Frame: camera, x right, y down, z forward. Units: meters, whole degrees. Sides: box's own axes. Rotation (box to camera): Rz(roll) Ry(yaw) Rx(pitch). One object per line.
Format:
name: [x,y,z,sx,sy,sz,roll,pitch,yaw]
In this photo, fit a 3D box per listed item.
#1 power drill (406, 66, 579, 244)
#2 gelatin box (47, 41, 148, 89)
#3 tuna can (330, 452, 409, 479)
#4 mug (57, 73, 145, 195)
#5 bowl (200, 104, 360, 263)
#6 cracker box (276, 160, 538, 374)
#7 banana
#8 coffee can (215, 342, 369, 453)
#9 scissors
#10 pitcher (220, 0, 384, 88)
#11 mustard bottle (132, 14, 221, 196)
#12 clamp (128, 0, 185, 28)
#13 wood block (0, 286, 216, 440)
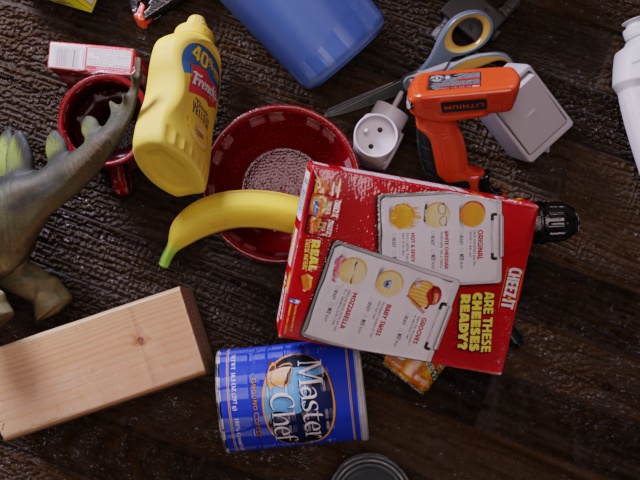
power drill: [0.159,-0.072,1.039,0.184,0.057,0.188,-3,121,8]
gelatin box: [-0.227,-0.178,1.096,0.089,0.073,0.030,5,86,1]
tuna can: [0.050,0.258,1.075,0.086,0.034,0.086,0,86,1]
mug: [-0.208,-0.103,1.085,0.093,0.081,0.117,-14,85,0]
bowl: [-0.039,-0.055,1.090,0.162,0.055,0.162,0,86,2]
cracker box: [0.077,0.024,0.999,0.213,0.072,0.164,10,99,-6]
banana: [-0.062,-0.016,1.043,0.198,0.037,0.069,-5,104,2]
coffee can: [-0.027,0.151,1.051,0.140,0.103,0.103,-6,85,1]
scissors: [0.099,-0.183,1.101,0.202,0.016,0.096,-6,113,1]
pitcher: [-0.045,-0.280,1.064,0.149,0.145,0.243,-41,99,6]
mustard bottle: [-0.135,-0.146,1.051,0.058,0.096,0.191,-9,56,21]
clamp: [-0.168,-0.310,1.123,0.120,0.039,0.171,27,80,10]
wood block: [-0.218,0.122,1.065,0.206,0.090,0.091,-18,84,0]
